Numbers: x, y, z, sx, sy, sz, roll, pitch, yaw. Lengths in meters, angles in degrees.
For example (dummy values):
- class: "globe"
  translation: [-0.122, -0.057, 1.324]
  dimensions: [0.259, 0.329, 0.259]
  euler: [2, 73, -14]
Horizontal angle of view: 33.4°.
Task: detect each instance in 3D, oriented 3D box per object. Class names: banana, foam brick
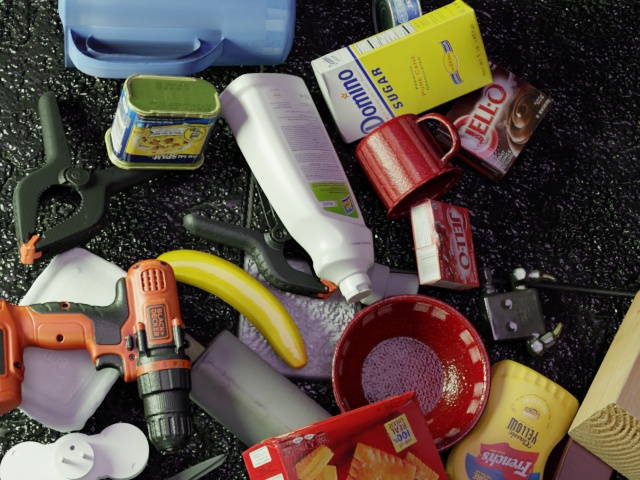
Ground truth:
- class: "banana"
  translation: [-0.091, 0.060, 1.090]
  dimensions: [0.198, 0.037, 0.069]
  euler: [28, 67, -2]
- class: "foam brick"
  translation: [0.256, 0.246, 1.080]
  dimensions: [0.053, 0.051, 0.078]
  euler: [27, 71, 1]

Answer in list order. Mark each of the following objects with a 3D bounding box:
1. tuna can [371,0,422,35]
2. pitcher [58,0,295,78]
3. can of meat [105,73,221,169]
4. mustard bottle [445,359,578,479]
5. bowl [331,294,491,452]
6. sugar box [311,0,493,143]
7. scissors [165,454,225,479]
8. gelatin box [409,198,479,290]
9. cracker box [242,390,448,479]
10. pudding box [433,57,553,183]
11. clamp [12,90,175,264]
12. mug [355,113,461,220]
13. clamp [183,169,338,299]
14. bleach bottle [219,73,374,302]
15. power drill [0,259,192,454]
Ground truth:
- class: "tuna can"
  translation: [0.085, -0.244, 1.182]
  dimensions: [0.033, 0.086, 0.086]
  euler: [-13, 76, -11]
- class: "pitcher"
  translation: [-0.151, -0.237, 1.122]
  dimensions: [0.242, 0.145, 0.149]
  euler: [1, 93, -11]
- class: "can of meat"
  translation: [-0.158, -0.119, 1.079]
  dimensions: [0.101, 0.084, 0.057]
  euler: [-1, 55, -25]
- class: "mustard bottle"
  translation: [0.180, 0.223, 1.072]
  dimensions: [0.096, 0.058, 0.191]
  euler: [31, 72, -5]
- class: "bowl"
  translation: [0.088, 0.138, 1.082]
  dimensions: [0.162, 0.055, 0.162]
  euler: [1, 77, -6]
- class: "sugar box"
  translation: [0.088, -0.180, 1.142]
  dimensions: [0.176, 0.048, 0.093]
  euler: [-25, 122, -3]
- class: "scissors"
  translation: [-0.179, 0.276, 1.025]
  dimensions: [0.201, 0.016, 0.096]
  euler: [-11, 77, -12]
- class: "gelatin box"
  translation: [0.131, 0.005, 1.124]
  dimensions: [0.073, 0.030, 0.089]
  euler: [11, 68, -48]
- class: "cracker box"
  translation: [0.046, 0.259, 0.949]
  dimensions: [0.163, 0.072, 0.214]
  euler: [-12, 75, -34]
- class: "pudding box"
  translation: [0.191, -0.134, 1.189]
  dimensions: [0.090, 0.039, 0.113]
  euler: [34, 71, 4]
- class: "clamp"
  translation: [-0.254, -0.062, 1.075]
  dimensions: [0.164, 0.036, 0.209]
  euler: [29, 49, 4]
- class: "mug"
  translation: [0.097, -0.087, 1.127]
  dimensions: [0.093, 0.117, 0.081]
  euler: [-11, 65, -52]
- class: "clamp"
  translation: [-0.057, 0.001, 1.111]
  dimensions: [0.120, 0.039, 0.171]
  euler: [-36, 79, -21]
- class: "bleach bottle"
  translation: [-0.016, -0.052, 1.095]
  dimensions: [0.102, 0.068, 0.251]
  euler: [-7, 65, -43]
- class: "power drill"
  translation: [-0.214, 0.114, 0.983]
  dimensions: [0.187, 0.057, 0.184]
  euler: [-5, 71, -13]
